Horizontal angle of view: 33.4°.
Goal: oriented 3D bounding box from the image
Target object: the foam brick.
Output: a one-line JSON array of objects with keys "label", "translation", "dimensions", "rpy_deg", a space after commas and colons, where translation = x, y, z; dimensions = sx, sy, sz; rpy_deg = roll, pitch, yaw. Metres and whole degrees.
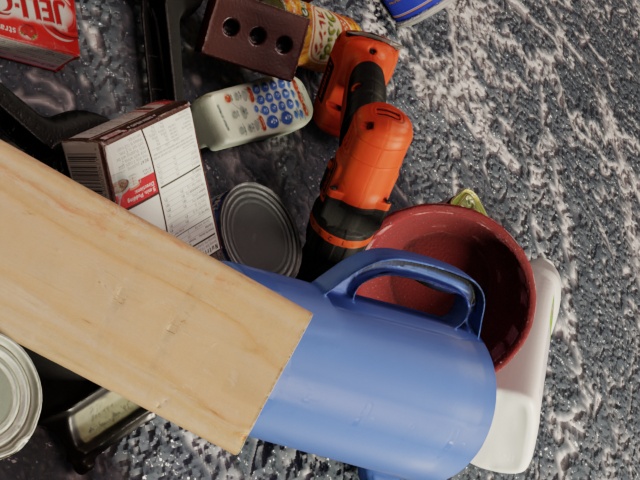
[{"label": "foam brick", "translation": [-0.054, -0.162, 0.843], "dimensions": [0.078, 0.051, 0.053], "rpy_deg": [15, 97, -17]}]

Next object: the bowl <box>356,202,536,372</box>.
[{"label": "bowl", "translation": [0.100, 0.042, 0.903], "dimensions": [0.162, 0.162, 0.055], "rpy_deg": [62, 14, -8]}]

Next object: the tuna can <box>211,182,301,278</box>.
[{"label": "tuna can", "translation": [-0.055, 0.001, 0.815], "dimensions": [0.086, 0.034, 0.086], "rpy_deg": [24, 56, -42]}]

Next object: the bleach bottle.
[{"label": "bleach bottle", "translation": [0.194, 0.102, 1.031], "dimensions": [0.250, 0.068, 0.102], "rpy_deg": [-59, 156, -52]}]

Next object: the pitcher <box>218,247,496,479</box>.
[{"label": "pitcher", "translation": [0.010, 0.085, 0.772], "dimensions": [0.242, 0.145, 0.149], "rpy_deg": [21, 59, -40]}]

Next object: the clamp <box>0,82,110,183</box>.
[{"label": "clamp", "translation": [-0.176, -0.058, 0.689], "dimensions": [0.171, 0.039, 0.120], "rpy_deg": [-12, 102, -54]}]

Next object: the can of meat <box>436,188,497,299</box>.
[{"label": "can of meat", "translation": [0.115, 0.015, 0.969], "dimensions": [0.057, 0.084, 0.102], "rpy_deg": [-39, 103, -51]}]

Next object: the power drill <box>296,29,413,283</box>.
[{"label": "power drill", "translation": [0.024, -0.069, 0.868], "dimensions": [0.057, 0.185, 0.187], "rpy_deg": [14, 40, -13]}]

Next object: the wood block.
[{"label": "wood block", "translation": [-0.122, 0.028, 0.595], "dimensions": [0.206, 0.091, 0.090], "rpy_deg": [30, 82, -11]}]

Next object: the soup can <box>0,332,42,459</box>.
[{"label": "soup can", "translation": [-0.199, 0.088, 0.549], "dimensions": [0.068, 0.102, 0.068], "rpy_deg": [24, 56, -42]}]

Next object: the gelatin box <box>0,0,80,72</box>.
[{"label": "gelatin box", "translation": [-0.206, -0.160, 0.714], "dimensions": [0.089, 0.030, 0.073], "rpy_deg": [8, 67, -47]}]

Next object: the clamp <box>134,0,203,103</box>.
[{"label": "clamp", "translation": [-0.124, -0.187, 0.809], "dimensions": [0.164, 0.036, 0.209], "rpy_deg": [63, 28, -28]}]

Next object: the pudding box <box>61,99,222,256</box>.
[{"label": "pudding box", "translation": [-0.115, -0.027, 0.709], "dimensions": [0.089, 0.039, 0.113], "rpy_deg": [-36, 124, -49]}]
